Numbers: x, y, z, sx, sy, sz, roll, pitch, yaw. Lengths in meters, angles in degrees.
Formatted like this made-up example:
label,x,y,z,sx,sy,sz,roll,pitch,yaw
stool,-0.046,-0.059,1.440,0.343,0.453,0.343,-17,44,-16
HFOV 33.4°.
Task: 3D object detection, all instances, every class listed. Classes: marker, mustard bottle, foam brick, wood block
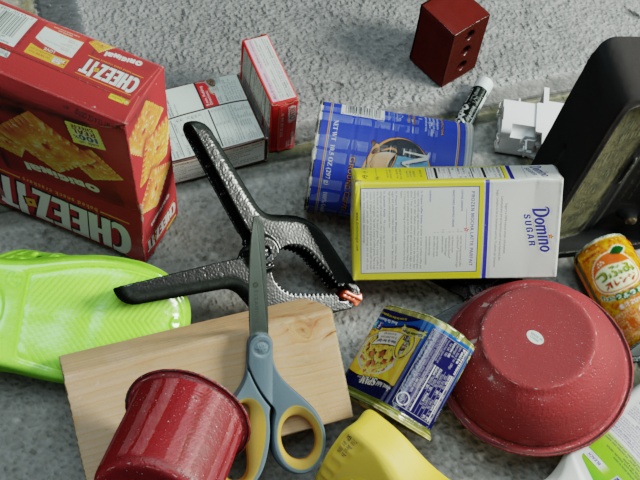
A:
label,x,y,z,sx,sy,sz,roll,pitch,yaw
marker,0.143,-0.119,1.069,0.020,0.020,0.121,25,59,10
mustard bottle,0.086,0.218,0.800,0.192,0.096,0.058,39,43,17
foam brick,0.132,-0.209,1.091,0.053,0.078,0.051,-32,64,-24
wood block,-0.092,0.114,0.835,0.205,0.090,0.091,-13,96,-15

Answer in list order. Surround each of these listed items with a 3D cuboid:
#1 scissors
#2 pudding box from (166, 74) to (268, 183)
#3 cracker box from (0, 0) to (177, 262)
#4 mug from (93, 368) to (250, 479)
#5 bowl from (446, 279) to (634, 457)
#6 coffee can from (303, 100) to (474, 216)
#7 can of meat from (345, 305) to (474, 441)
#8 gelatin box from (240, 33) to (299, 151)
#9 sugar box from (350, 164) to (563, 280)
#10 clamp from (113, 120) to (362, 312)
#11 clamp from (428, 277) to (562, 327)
label,x,y,z,sx,sy,sz,roll,pitch,yaw
scissors,-0.029,0.090,0.795,0.096,0.016,0.202,14,90,-17
pudding box,-0.117,-0.107,1.025,0.113,0.039,0.090,-17,61,-14
cracker box,-0.210,-0.084,0.895,0.164,0.214,0.072,23,60,9
mug,-0.112,0.153,0.729,0.093,0.117,0.081,50,33,-21
bowl,0.174,0.090,0.865,0.162,0.055,0.162,-3,57,5
coffee can,0.061,-0.067,0.978,0.140,0.103,0.102,9,57,0
can of meat,0.067,0.103,0.857,0.057,0.102,0.084,34,80,-23
gelatin box,-0.050,-0.142,1.032,0.030,0.073,0.089,-17,61,-16
sugar box,0.114,-0.016,0.915,0.176,0.093,0.048,-1,23,-2
clamp,-0.056,0.001,0.909,0.209,0.036,0.164,19,77,-21
clamp,0.132,0.060,0.943,0.171,0.039,0.120,7,63,7
